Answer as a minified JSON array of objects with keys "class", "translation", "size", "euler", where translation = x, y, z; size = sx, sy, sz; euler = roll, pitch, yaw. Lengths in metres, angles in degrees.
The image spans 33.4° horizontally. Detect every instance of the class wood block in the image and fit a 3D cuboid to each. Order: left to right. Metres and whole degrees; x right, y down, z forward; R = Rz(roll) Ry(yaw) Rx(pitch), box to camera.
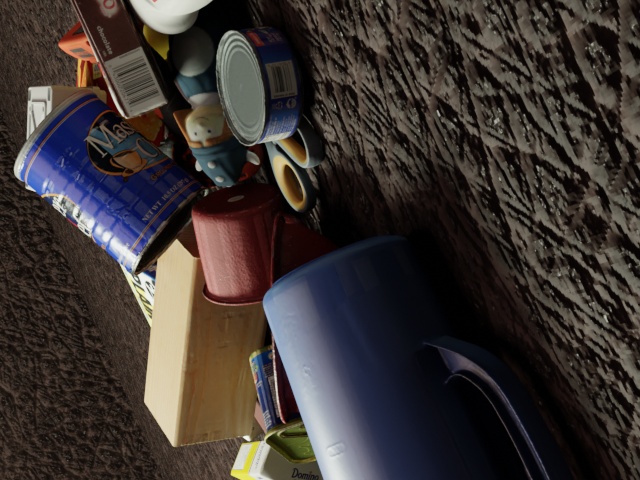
[{"class":"wood block","translation":[-0.112,0.090,1.066],"size":[0.091,0.090,0.206],"euler":[41,128,53]}]

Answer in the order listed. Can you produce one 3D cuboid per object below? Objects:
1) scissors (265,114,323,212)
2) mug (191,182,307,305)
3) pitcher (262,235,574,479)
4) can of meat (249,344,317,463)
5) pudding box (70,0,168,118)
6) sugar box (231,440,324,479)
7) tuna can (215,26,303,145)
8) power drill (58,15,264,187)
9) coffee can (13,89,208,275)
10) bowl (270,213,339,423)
[{"class":"scissors","translation":[-0.048,-0.089,0.882],"size":[0.202,0.016,0.096],"euler":[39,142,54]},{"class":"mug","translation":[-0.056,0.001,0.927],"size":[0.117,0.093,0.081],"euler":[5,117,35]},{"class":"pitcher","translation":[0.061,0.120,0.681],"size":[0.145,0.149,0.243],"euler":[45,-158,-80]},{"class":"can of meat","translation":[-0.022,0.148,0.981],"size":[0.102,0.057,0.084],"euler":[55,-163,-59]},{"class":"pudding box","translation":[-0.156,-0.156,0.825],"size":[0.090,0.039,0.113],"euler":[-115,4,-74]},{"class":"sugar box","translation":[-0.035,0.251,1.148],"size":[0.093,0.048,0.176],"euler":[23,166,-8]},{"class":"tuna can","translation":[-0.046,-0.115,0.795],"size":[0.086,0.033,0.086],"euler":[39,135,52]},{"class":"power drill","translation":[-0.147,-0.127,0.964],"size":[0.187,0.057,0.185],"euler":[47,161,-23]},{"class":"coffee can","translation":[-0.186,-0.052,0.955],"size":[0.140,0.102,0.103],"euler":[40,159,2]},{"class":"bowl","translation":[-0.004,0.059,0.821],"size":[0.162,0.055,0.162],"euler":[-2,-90,-86]}]
